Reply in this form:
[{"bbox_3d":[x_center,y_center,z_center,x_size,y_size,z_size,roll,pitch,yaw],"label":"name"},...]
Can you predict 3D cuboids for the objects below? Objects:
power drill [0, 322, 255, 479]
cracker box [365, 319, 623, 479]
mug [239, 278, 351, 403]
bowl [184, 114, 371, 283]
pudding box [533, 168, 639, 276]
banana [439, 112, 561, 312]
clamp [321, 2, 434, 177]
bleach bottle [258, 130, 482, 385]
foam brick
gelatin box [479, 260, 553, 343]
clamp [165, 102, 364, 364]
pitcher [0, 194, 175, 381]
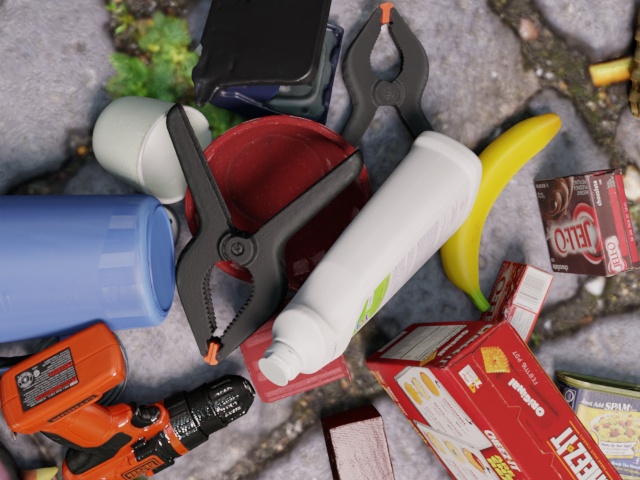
[{"bbox_3d":[-0.161,0.139,0.886,0.184,0.187,0.057,-29,55,2],"label":"power drill"},{"bbox_3d":[0.139,0.148,0.899,0.072,0.214,0.164,-38,95,-14],"label":"cracker box"},{"bbox_3d":[-0.029,0.084,0.936,0.081,0.093,0.117,-20,126,-1],"label":"mug"},{"bbox_3d":[-0.038,-0.042,0.939,0.162,0.055,0.162,-2,116,-5],"label":"bowl"},{"bbox_3d":[0.238,-0.016,0.958,0.039,0.113,0.090,-12,93,-10],"label":"pudding box"},{"bbox_3d":[0.157,-0.037,0.988,0.069,0.037,0.198,23,88,-13],"label":"banana"},{"bbox_3d":[0.051,-0.126,0.973,0.120,0.039,0.171,-11,93,-9],"label":"clamp"},{"bbox_3d":[0.038,0.020,0.874,0.068,0.103,0.250,32,55,19],"label":"bleach bottle"},{"bbox_3d":[0.035,0.196,0.970,0.051,0.053,0.078,-12,92,-6],"label":"foam brick"},{"bbox_3d":[0.172,0.065,0.973,0.030,0.073,0.089,23,89,-7],"label":"gelatin box"},{"bbox_3d":[-0.056,0.001,0.878,0.164,0.036,0.210,8,99,4],"label":"clamp"},{"bbox_3d":[-0.246,0.032,0.877,0.243,0.149,0.145,-3,69,5],"label":"pitcher"}]
